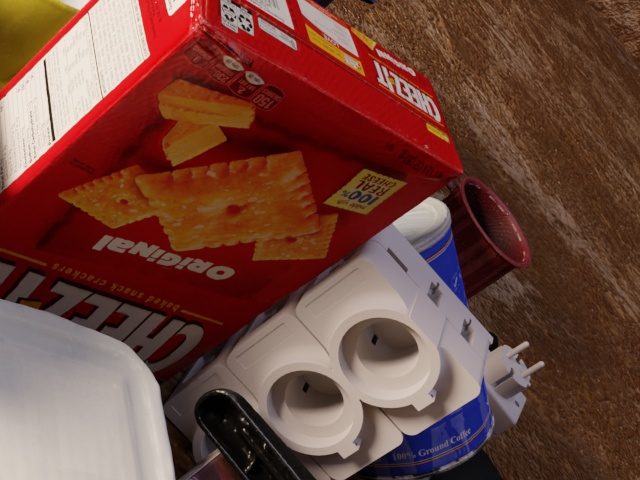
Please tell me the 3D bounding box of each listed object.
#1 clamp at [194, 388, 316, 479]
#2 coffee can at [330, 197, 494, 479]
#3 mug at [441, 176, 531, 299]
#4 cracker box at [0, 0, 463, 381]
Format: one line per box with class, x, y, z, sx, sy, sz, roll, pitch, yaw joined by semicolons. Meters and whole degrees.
clamp;0.019;0.163;0.511;0.209;0.036;0.164;30;31;-36
coffee can;0.040;0.056;0.636;0.102;0.103;0.140;-57;136;-62
mug;0.112;-0.004;0.911;0.117;0.082;0.093;56;26;7
cracker box;-0.068;-0.023;0.494;0.164;0.214;0.072;25;39;-43
